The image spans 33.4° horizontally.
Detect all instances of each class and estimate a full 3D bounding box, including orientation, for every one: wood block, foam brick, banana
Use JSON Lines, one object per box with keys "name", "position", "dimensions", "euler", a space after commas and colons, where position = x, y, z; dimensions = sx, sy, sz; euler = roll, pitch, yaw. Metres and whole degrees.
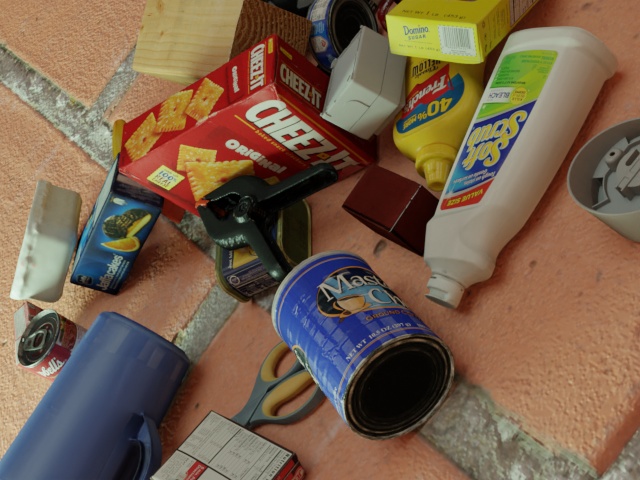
{"name": "wood block", "position": [-0.112, -0.212, 1.166], "dimensions": [0.206, 0.090, 0.090], "euler": [17, 94, 51]}
{"name": "foam brick", "position": [0.070, -0.029, 0.986], "dimensions": [0.078, 0.053, 0.051], "euler": [30, 85, 50]}
{"name": "banana", "position": [-0.240, -0.076, 1.323], "dimensions": [0.037, 0.069, 0.198], "euler": [-10, 36, -2]}

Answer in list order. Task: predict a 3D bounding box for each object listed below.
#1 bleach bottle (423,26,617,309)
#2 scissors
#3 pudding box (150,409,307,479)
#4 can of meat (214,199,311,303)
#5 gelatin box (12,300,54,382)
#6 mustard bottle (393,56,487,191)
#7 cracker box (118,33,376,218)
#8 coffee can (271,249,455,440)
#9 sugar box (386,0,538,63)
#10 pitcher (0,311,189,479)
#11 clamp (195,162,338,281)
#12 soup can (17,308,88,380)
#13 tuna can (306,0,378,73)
{"name": "bleach bottle", "position": [0.158, -0.059, 0.911], "dimensions": [0.103, 0.068, 0.251], "euler": [12, 73, 55]}
{"name": "scissors", "position": [-0.074, 0.159, 1.025], "dimensions": [0.202, 0.016, 0.096], "euler": [-28, 44, 29]}
{"name": "pudding box", "position": [-0.082, 0.210, 0.944], "dimensions": [0.114, 0.039, 0.090], "euler": [21, 55, 38]}
{"name": "can of meat", "position": [-0.057, 0.001, 1.089], "dimensions": [0.084, 0.057, 0.102], "euler": [-24, 48, 28]}
{"name": "gelatin box", "position": [-0.322, 0.121, 1.254], "dimensions": [0.030, 0.073, 0.089], "euler": [-40, 41, 17]}
{"name": "mustard bottle", "position": [0.112, -0.125, 1.002], "dimensions": [0.096, 0.058, 0.191], "euler": [-23, 46, 35]}
{"name": "cracker box", "position": [-0.074, -0.099, 1.091], "dimensions": [0.214, 0.164, 0.072], "euler": [-23, 52, 33]}
{"name": "coffee can", "position": [0.033, 0.085, 0.901], "dimensions": [0.103, 0.102, 0.140], "euler": [-50, 39, 6]}
{"name": "sugar box", "position": [0.144, -0.226, 0.985], "dimensions": [0.093, 0.048, 0.176], "euler": [14, 46, 30]}
{"name": "pitcher", "position": [-0.226, 0.201, 1.067], "dimensions": [0.242, 0.149, 0.145], "euler": [-61, 5, -13]}
{"name": "clamp", "position": [-0.055, -0.033, 1.041], "dimensions": [0.172, 0.039, 0.120], "euler": [22, 74, 47]}
{"name": "soup can", "position": [-0.272, 0.127, 1.176], "dimensions": [0.069, 0.102, 0.068], "euler": [-25, 47, 31]}
{"name": "tuna can", "position": [0.025, -0.224, 1.146], "dimensions": [0.034, 0.086, 0.086], "euler": [-3, 61, 42]}
